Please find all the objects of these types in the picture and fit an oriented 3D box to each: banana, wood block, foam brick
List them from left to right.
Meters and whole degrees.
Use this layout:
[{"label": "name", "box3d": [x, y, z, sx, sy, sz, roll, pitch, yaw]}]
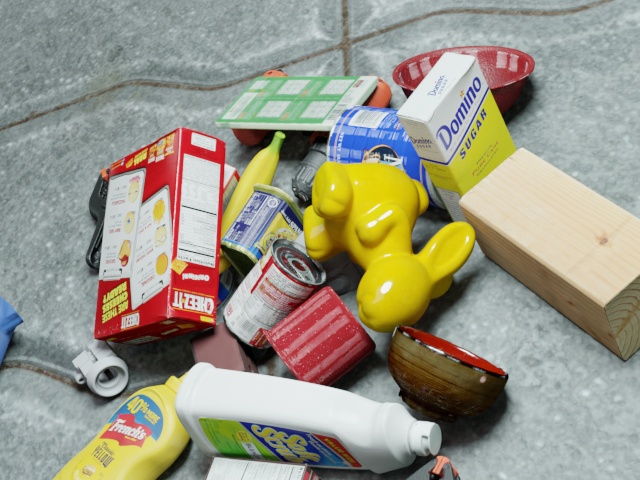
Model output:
[{"label": "foam brick", "box3d": [-0.099, 0.134, 1.134, 0.051, 0.053, 0.078, -29, 44, 6]}, {"label": "banana", "box3d": [-0.093, -0.036, 1.243, 0.037, 0.070, 0.197, 20, 66, 6]}, {"label": "wood block", "box3d": [0.238, 0.007, 1.016, 0.090, 0.090, 0.206, -40, 43, -7]}]

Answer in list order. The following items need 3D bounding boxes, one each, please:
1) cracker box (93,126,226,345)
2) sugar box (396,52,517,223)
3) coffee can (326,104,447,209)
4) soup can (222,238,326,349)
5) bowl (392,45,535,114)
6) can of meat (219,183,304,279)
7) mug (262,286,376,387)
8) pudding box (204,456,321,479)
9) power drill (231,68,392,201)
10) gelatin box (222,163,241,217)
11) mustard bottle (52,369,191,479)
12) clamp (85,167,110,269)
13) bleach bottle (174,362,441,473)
[{"label": "cracker box", "box3d": [-0.178, 0.000, 1.193, 0.164, 0.072, 0.213, -18, 65, 49]}, {"label": "sugar box", "box3d": [0.150, -0.096, 1.097, 0.048, 0.176, 0.093, 20, 64, 41]}, {"label": "coffee can", "box3d": [0.092, -0.094, 1.184, 0.141, 0.102, 0.102, 11, 59, 38]}, {"label": "soup can", "box3d": [-0.049, 0.057, 1.122, 0.102, 0.068, 0.068, -53, 37, 25]}, {"label": "bowl", "box3d": [0.164, -0.173, 1.220, 0.162, 0.055, 0.162, -6, 27, 3]}, {"label": "can of meat", "box3d": [-0.058, 0.002, 1.192, 0.058, 0.102, 0.084, 16, 64, 38]}, {"label": "mug", "box3d": [0.000, 0.100, 1.082, 0.081, 0.093, 0.117, -39, 8, -2]}, {"label": "pudding box", "box3d": [-0.065, 0.256, 1.016, 0.114, 0.039, 0.090, 0, 51, 29]}, {"label": "power drill", "box3d": [-0.024, -0.138, 1.330, 0.188, 0.057, 0.184, 20, 65, 39]}, {"label": "gelatin box", "box3d": [-0.127, -0.042, 1.279, 0.030, 0.073, 0.089, 26, 78, 13]}, {"label": "mustard bottle", "box3d": [-0.190, 0.211, 1.117, 0.191, 0.058, 0.096, -48, 40, -15]}, {"label": "clamp", "box3d": [-0.273, -0.035, 1.401, 0.120, 0.039, 0.172, -37, 36, -3]}, {"label": "bleach bottle", "box3d": [-0.009, 0.172, 1.009, 0.251, 0.102, 0.068, 0, 44, 30]}]
